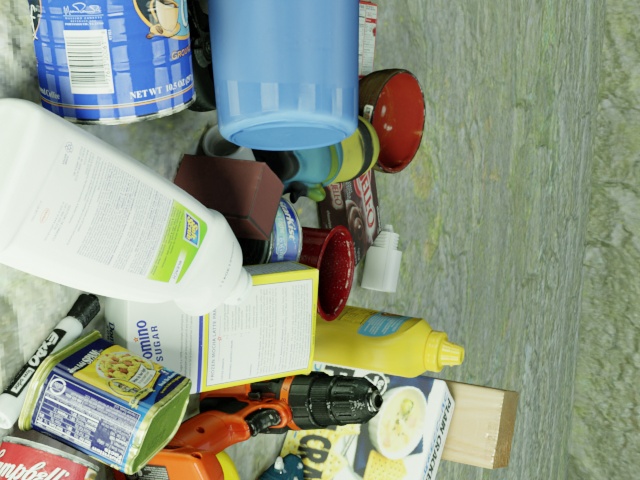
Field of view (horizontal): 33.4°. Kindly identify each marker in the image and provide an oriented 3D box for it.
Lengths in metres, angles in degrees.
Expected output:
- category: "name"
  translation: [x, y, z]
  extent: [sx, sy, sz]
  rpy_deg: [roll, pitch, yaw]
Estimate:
- category: "marker"
  translation: [-0.189, 0.080, 0.742]
  extent: [0.121, 0.020, 0.020]
  rpy_deg: [-59, 147, -43]

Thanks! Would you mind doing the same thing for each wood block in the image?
- category: "wood block"
  translation: [0.118, 0.203, 1.255]
  extent: [0.090, 0.206, 0.090]
  rpy_deg: [22, 77, -66]

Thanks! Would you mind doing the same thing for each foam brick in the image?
- category: "foam brick"
  translation: [-0.078, -0.036, 0.891]
  extent: [0.053, 0.078, 0.051]
  rpy_deg: [48, 53, -63]

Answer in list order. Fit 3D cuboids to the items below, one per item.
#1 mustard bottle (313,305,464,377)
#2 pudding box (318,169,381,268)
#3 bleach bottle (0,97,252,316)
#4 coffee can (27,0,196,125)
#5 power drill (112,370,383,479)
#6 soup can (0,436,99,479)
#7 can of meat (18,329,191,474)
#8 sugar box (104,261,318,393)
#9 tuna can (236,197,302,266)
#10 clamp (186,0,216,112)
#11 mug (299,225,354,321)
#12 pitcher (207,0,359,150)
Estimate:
- category: "mustard bottle"
  translation: [0.053, 0.101, 1.090]
  extent: [0.096, 0.192, 0.058]
  rpy_deg: [-24, 118, -63]
- category: "pudding box"
  translation: [0.033, -0.039, 1.196]
  extent: [0.089, 0.039, 0.113]
  rpy_deg: [-50, 141, -52]
- category: "bleach bottle"
  translation: [-0.132, 0.001, 0.719]
  extent: [0.250, 0.068, 0.102]
  rpy_deg: [33, 74, -51]
- category: "coffee can"
  translation: [-0.137, -0.156, 0.685]
  extent: [0.102, 0.103, 0.140]
  rpy_deg: [-42, 134, -57]
- category: "power drill"
  translation: [-0.063, 0.159, 0.875]
  extent: [0.187, 0.185, 0.057]
  rpy_deg: [-26, 105, -53]
- category: "soup can"
  translation: [-0.195, 0.188, 0.699]
  extent: [0.068, 0.069, 0.102]
  rpy_deg: [54, 48, -58]
- category: "can of meat"
  translation: [-0.145, 0.112, 0.740]
  extent: [0.102, 0.084, 0.057]
  rpy_deg: [-38, 149, -74]
- category: "sugar box"
  translation: [-0.085, 0.070, 0.854]
  extent: [0.175, 0.048, 0.093]
  rpy_deg: [-3, 102, -34]
- category: "tuna can"
  translation: [-0.056, 0.001, 0.939]
  extent: [0.033, 0.086, 0.086]
  rpy_deg: [5, 92, -42]
- category: "clamp"
  translation: [-0.104, -0.164, 0.844]
  extent: [0.171, 0.039, 0.120]
  rpy_deg: [38, 63, -68]
- category: "mug"
  translation: [-0.016, 0.024, 1.046]
  extent: [0.117, 0.082, 0.093]
  rpy_deg: [-29, 123, -62]
- category: "pitcher"
  translation: [-0.032, -0.196, 0.840]
  extent: [0.149, 0.145, 0.243]
  rpy_deg: [11, 76, -62]
